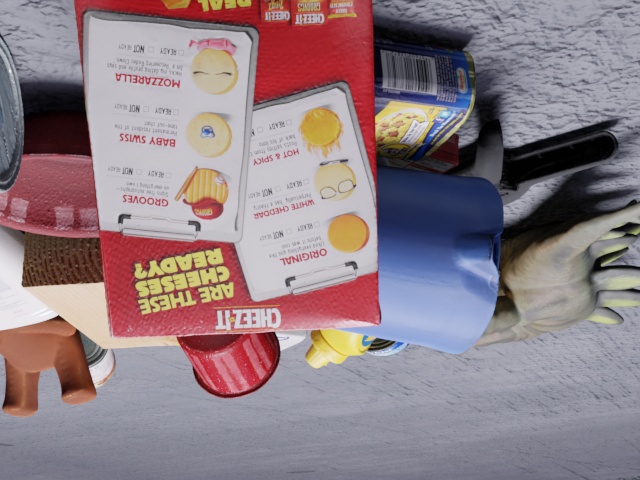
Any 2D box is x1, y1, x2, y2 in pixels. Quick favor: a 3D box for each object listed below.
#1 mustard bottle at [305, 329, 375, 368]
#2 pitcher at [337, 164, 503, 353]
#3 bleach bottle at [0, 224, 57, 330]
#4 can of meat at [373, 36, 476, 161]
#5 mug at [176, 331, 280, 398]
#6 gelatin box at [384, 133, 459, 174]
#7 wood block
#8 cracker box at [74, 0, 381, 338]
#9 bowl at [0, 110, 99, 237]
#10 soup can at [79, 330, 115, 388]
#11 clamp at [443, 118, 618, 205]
[{"bbox_3d":[0.055,0.050,0.978,0.192,0.058,0.096,-45,173,19],"label":"mustard bottle"},{"bbox_3d":[-0.003,0.003,0.775,0.242,0.145,0.149,10,126,-16],"label":"pitcher"},{"bbox_3d":[-0.315,-0.004,0.914,0.102,0.068,0.250,-13,149,7],"label":"bleach bottle"},{"bbox_3d":[0.048,-0.095,0.731,0.083,0.057,0.102,5,158,-21],"label":"can of meat"},{"bbox_3d":[-0.091,0.086,1.050,0.093,0.117,0.081,4,147,17],"label":"mug"},{"bbox_3d":[0.055,-0.066,0.846,0.073,0.030,0.089,13,154,-32],"label":"gelatin box"},{"bbox_3d":[-0.194,0.031,0.996,0.091,0.090,0.206,-5,160,7],"label":"wood block"},{"bbox_3d":[-0.050,-0.055,0.629,0.164,0.214,0.072,-3,-161,0],"label":"cracker box"},{"bbox_3d":[-0.191,-0.055,0.818,0.162,0.055,0.162,-2,159,-1],"label":"bowl"},{"bbox_3d":[-0.287,0.137,1.297,0.068,0.068,0.102,0,159,-6],"label":"soup can"},{"bbox_3d":[0.140,-0.057,0.864,0.120,0.039,0.172,13,155,-30],"label":"clamp"}]
